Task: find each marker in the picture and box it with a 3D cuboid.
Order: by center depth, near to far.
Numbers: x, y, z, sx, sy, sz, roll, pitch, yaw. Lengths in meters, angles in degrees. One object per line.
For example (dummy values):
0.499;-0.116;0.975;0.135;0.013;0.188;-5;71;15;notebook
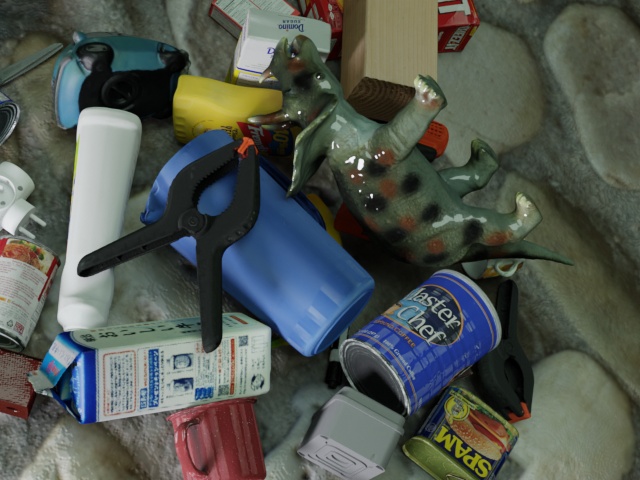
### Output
0.022;0.106;1.184;0.020;0.020;0.121;15;63;-10;marker

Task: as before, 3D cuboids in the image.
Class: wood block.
0.080;-0.252;1.244;0.090;0.090;0.206;9;68;-16;wood block

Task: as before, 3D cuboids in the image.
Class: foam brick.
-0.316;0.138;1.051;0.078;0.053;0.051;17;63;-8;foam brick

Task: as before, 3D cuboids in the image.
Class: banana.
-0.007;0.038;1.196;0.069;0.037;0.197;20;63;-9;banana

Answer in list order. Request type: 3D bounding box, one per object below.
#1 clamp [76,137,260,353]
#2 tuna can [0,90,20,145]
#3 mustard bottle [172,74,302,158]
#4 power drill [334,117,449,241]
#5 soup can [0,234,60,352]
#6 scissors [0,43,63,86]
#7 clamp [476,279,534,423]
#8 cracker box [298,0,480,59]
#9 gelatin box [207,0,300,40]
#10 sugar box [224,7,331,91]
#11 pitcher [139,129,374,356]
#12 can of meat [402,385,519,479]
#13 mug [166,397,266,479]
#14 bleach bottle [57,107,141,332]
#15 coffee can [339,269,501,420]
-0.115;-0.004;1.043;0.165;0.036;0.210;36;80;15;clamp
-0.362;-0.123;1.134;0.034;0.086;0.086;39;62;5;tuna can
-0.067;-0.133;1.201;0.191;0.096;0.058;9;59;1;mustard bottle
0.062;-0.091;1.248;0.184;0.057;0.187;16;55;-12;power drill
-0.313;0.055;1.080;0.068;0.069;0.102;20;63;-7;soup can
-0.388;-0.182;1.192;0.096;0.016;0.201;36;62;1;scissors
0.193;0.120;1.207;0.120;0.039;0.171;6;63;-32;clamp
0.079;-0.322;1.362;0.213;0.072;0.164;-7;70;-20;cracker box
-0.082;-0.280;1.319;0.089;0.030;0.073;39;63;3;gelatin box
-0.054;-0.192;1.205;0.093;0.176;0.048;8;65;-13;sugar box
-0.057;0.001;1.130;0.243;0.145;0.149;42;84;12;pitcher
0.154;0.218;1.154;0.102;0.058;0.083;39;59;2;can of meat
-0.105;0.205;1.054;0.093;0.117;0.081;-19;74;20;mug
-0.235;-0.006;1.110;0.068;0.103;0.251;7;65;-10;bleach bottle
0.105;0.109;1.115;0.140;0.103;0.103;-34;80;-27;coffee can
